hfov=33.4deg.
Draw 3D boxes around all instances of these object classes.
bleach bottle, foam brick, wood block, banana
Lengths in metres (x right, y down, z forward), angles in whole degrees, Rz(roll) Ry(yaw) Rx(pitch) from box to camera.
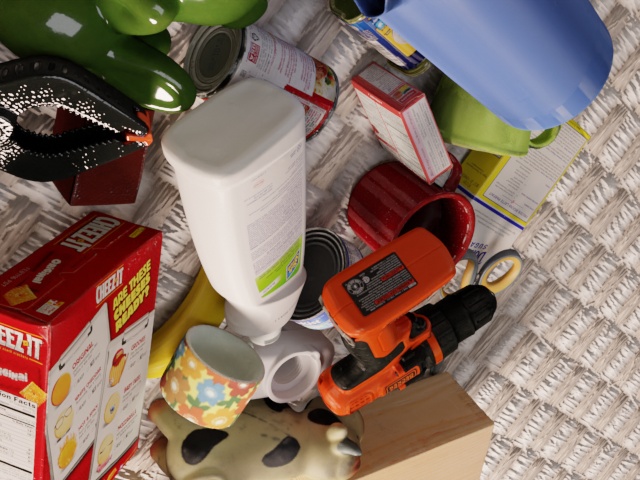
[{"bbox_3d":[-0.055,0.001,0.813,0.102,0.068,0.251,-40,149,-29],"label":"bleach bottle"},{"bbox_3d":[-0.159,-0.070,0.768,0.052,0.051,0.078,-2,119,-36],"label":"foam brick"},{"bbox_3d":[0.064,0.221,1.092,0.205,0.090,0.091,-15,132,-27],"label":"wood block"},{"bbox_3d":[-0.104,0.047,0.896,0.069,0.037,0.198,30,99,-46],"label":"banana"}]

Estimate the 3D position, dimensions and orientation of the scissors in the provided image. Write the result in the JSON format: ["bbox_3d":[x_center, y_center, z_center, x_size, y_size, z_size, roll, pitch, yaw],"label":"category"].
[{"bbox_3d":[0.153,0.070,1.071,0.096,0.016,0.202,-16,142,-5],"label":"scissors"}]

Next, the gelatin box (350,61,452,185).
[{"bbox_3d":[0.070,-0.099,0.899,0.030,0.073,0.089,-38,134,-9],"label":"gelatin box"}]

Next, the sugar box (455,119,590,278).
[{"bbox_3d":[0.175,-0.054,1.026,0.093,0.048,0.176,27,104,-43],"label":"sugar box"}]

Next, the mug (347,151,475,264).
[{"bbox_3d":[0.082,-0.029,0.949,0.093,0.082,0.117,16,109,-41],"label":"mug"}]

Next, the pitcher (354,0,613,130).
[{"bbox_3d":[0.116,-0.189,0.770,0.149,0.145,0.242,-44,135,13],"label":"pitcher"}]

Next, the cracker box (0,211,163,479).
[{"bbox_3d":[-0.192,0.107,0.795,0.164,0.072,0.214,-50,154,-60],"label":"cracker box"}]

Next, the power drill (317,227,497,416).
[{"bbox_3d":[0.075,0.065,0.906,0.184,0.057,0.187,-33,152,-11],"label":"power drill"}]

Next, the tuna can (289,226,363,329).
[{"bbox_3d":[-0.002,0.033,0.927,0.033,0.086,0.086,29,100,-46],"label":"tuna can"}]

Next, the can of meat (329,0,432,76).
[{"bbox_3d":[0.068,-0.196,0.846,0.083,0.057,0.102,31,98,-42],"label":"can of meat"}]

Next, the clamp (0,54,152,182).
[{"bbox_3d":[-0.217,-0.073,0.690,0.209,0.036,0.165,8,131,-23],"label":"clamp"}]

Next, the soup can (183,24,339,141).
[{"bbox_3d":[-0.044,-0.121,0.806,0.102,0.069,0.068,22,104,-42],"label":"soup can"}]
